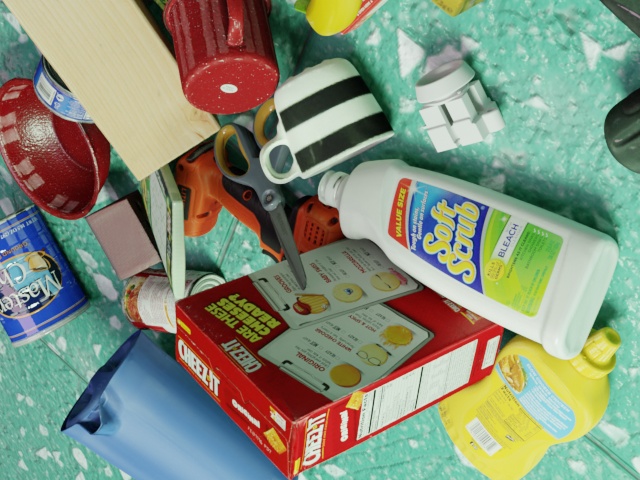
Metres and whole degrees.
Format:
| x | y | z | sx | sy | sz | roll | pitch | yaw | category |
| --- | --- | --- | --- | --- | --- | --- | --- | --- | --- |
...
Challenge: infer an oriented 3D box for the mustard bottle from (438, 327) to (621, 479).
| x | y | z | sx | sy | sz | roll | pitch | yaw | category |
| --- | --- | --- | --- | --- | --- | --- | --- | --- | --- |
| 0.182 | 0.126 | 0.886 | 0.096 | 0.058 | 0.192 | 51 | 137 | 12 | mustard bottle |

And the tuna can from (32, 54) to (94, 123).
| x | y | z | sx | sy | sz | roll | pitch | yaw | category |
| --- | --- | --- | --- | --- | --- | --- | --- | --- | --- |
| -0.236 | -0.158 | 1.049 | 0.086 | 0.086 | 0.034 | 46 | 135 | 9 | tuna can |

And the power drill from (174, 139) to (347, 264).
| x | y | z | sx | sy | sz | roll | pitch | yaw | category |
| --- | --- | --- | --- | --- | --- | --- | --- | --- | --- |
| -0.057 | 0.001 | 1.018 | 0.188 | 0.057 | 0.185 | 31 | 132 | 20 | power drill |

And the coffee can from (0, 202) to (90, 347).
| x | y | z | sx | sy | sz | roll | pitch | yaw | category |
| --- | --- | --- | --- | --- | --- | --- | --- | --- | --- |
| -0.350 | 0.040 | 1.260 | 0.103 | 0.102 | 0.140 | -17 | 103 | 45 | coffee can |

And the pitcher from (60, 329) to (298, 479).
| x | y | z | sx | sy | sz | roll | pitch | yaw | category |
| --- | --- | --- | --- | --- | --- | --- | --- | --- | --- |
| -0.144 | 0.213 | 1.153 | 0.242 | 0.149 | 0.145 | 40 | 150 | -11 | pitcher |

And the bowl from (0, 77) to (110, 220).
| x | y | z | sx | sy | sz | roll | pitch | yaw | category |
| --- | --- | --- | --- | --- | --- | --- | --- | --- | --- |
| -0.276 | -0.105 | 1.138 | 0.162 | 0.055 | 0.162 | 21 | 128 | 30 | bowl |

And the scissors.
| x | y | z | sx | sy | sz | roll | pitch | yaw | category |
| --- | --- | --- | --- | --- | --- | --- | --- | --- | --- |
| -0.031 | -0.053 | 0.913 | 0.096 | 0.016 | 0.202 | -48 | 48 | 10 | scissors |

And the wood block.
| x | y | z | sx | sy | sz | roll | pitch | yaw | category |
| --- | --- | --- | --- | --- | --- | --- | --- | --- | --- |
| -0.183 | -0.169 | 0.930 | 0.206 | 0.091 | 0.090 | 56 | -177 | -30 | wood block |

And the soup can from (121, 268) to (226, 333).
| x | y | z | sx | sy | sz | roll | pitch | yaw | category |
| --- | --- | --- | --- | --- | --- | --- | --- | --- | --- |
| -0.151 | 0.065 | 1.129 | 0.102 | 0.068 | 0.068 | 2 | 117 | 39 | soup can |

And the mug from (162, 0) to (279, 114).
| x | y | z | sx | sy | sz | roll | pitch | yaw | category |
| --- | --- | --- | --- | --- | --- | --- | --- | --- | --- |
| -0.077 | -0.165 | 0.877 | 0.117 | 0.093 | 0.081 | 115 | 147 | -58 | mug |

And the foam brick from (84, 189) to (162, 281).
| x | y | z | sx | sy | sz | roll | pitch | yaw | category |
| --- | --- | --- | --- | --- | --- | --- | --- | --- | --- |
| -0.202 | -0.006 | 1.126 | 0.051 | 0.053 | 0.078 | -26 | 100 | 11 | foam brick |

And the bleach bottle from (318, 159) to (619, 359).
| x | y | z | sx | sy | sz | roll | pitch | yaw | category |
| --- | --- | --- | --- | --- | --- | --- | --- | --- | --- |
| 0.102 | 0.002 | 0.856 | 0.251 | 0.068 | 0.102 | 22 | 89 | 31 | bleach bottle |

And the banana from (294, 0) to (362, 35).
| x | y | z | sx | sy | sz | roll | pitch | yaw | category |
| --- | --- | --- | --- | --- | --- | --- | --- | --- | --- |
| 0.004 | -0.203 | 0.758 | 0.070 | 0.037 | 0.198 | 39 | 158 | 14 | banana |

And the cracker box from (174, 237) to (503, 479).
| x | y | z | sx | sy | sz | roll | pitch | yaw | category |
| --- | --- | --- | --- | --- | --- | --- | --- | --- | --- |
| 0.014 | 0.082 | 0.866 | 0.164 | 0.213 | 0.072 | 39 | 138 | 39 | cracker box |
